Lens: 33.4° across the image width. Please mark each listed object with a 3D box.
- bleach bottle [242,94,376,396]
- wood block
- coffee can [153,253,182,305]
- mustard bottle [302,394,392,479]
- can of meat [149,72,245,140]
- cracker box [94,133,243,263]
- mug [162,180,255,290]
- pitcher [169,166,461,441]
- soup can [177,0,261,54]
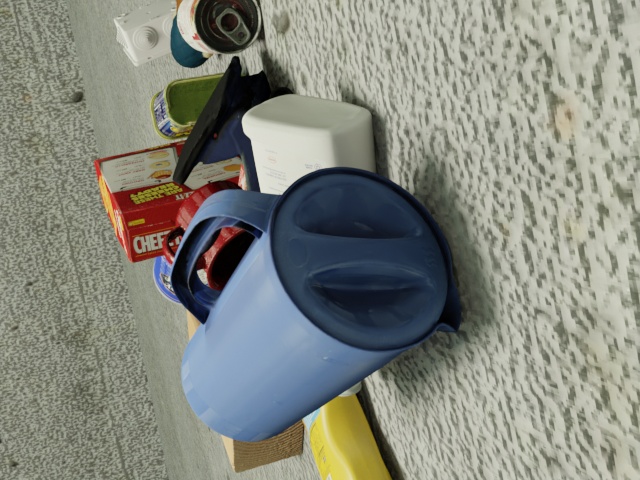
[{"bbox_3d":[0.002,0.013,0.866,0.103,0.067,0.251,16,125,37],"label":"bleach bottle"},{"bbox_3d":[-0.096,0.170,1.326,0.091,0.090,0.206,93,158,-47],"label":"wood block"},{"bbox_3d":[-0.175,0.020,1.459,0.140,0.102,0.103,116,139,-66],"label":"coffee can"},{"bbox_3d":[0.013,0.171,1.001,0.096,0.058,0.192,98,154,-55],"label":"mustard bottle"},{"bbox_3d":[-0.130,-0.149,1.171,0.084,0.102,0.057,171,88,-73],"label":"can of meat"},{"bbox_3d":[-0.171,-0.055,1.272,0.214,0.164,0.072,-133,32,-62],"label":"cracker box"},{"bbox_3d":[-0.102,-0.002,1.061,0.082,0.117,0.093,49,147,34],"label":"mug"},{"bbox_3d":[-0.026,0.056,0.774,0.149,0.144,0.243,62,145,15],"label":"pitcher"},{"bbox_3d":[-0.105,-0.224,1.084,0.102,0.068,0.068,-148,47,-69],"label":"soup can"}]
